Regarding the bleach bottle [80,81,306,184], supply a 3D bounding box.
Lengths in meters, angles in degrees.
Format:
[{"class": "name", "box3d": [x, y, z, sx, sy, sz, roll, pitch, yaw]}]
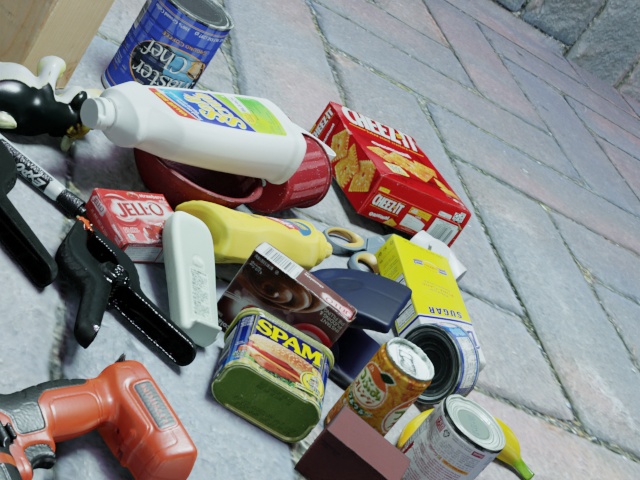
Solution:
[{"class": "bleach bottle", "box3d": [-0.132, -0.113, 1.097, 0.250, 0.068, 0.103, 1, 42, -50]}]

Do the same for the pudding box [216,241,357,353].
[{"class": "pudding box", "box3d": [-0.036, 0.069, 1.002, 0.113, 0.090, 0.039, 38, 23, 5]}]

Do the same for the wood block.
[{"class": "wood block", "box3d": [-0.282, -0.270, 1.135, 0.090, 0.206, 0.090, 44, 25, 15]}]

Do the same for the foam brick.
[{"class": "foam brick", "box3d": [0.029, 0.191, 0.916, 0.078, 0.053, 0.051, 40, 25, 6]}]

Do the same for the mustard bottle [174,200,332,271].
[{"class": "mustard bottle", "box3d": [-0.057, 0.001, 1.119, 0.096, 0.058, 0.191, 17, 5, 43]}]

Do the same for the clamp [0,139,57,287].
[{"class": "clamp", "box3d": [-0.298, -0.047, 0.924, 0.164, 0.036, 0.210, 30, 25, -26]}]

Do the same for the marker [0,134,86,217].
[{"class": "marker", "box3d": [-0.270, -0.063, 1.010, 0.121, 0.020, 0.020, 38, 24, 4]}]

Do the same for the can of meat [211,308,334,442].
[{"class": "can of meat", "box3d": [-0.043, 0.120, 0.945, 0.102, 0.058, 0.084, 31, 28, -10]}]

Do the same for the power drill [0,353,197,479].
[{"class": "power drill", "box3d": [-0.176, 0.145, 0.721, 0.187, 0.057, 0.184, 5, 39, -50]}]

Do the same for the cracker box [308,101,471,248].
[{"class": "cracker box", "box3d": [0.093, -0.093, 1.469, 0.164, 0.072, 0.214, 21, 25, -32]}]

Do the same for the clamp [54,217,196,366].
[{"class": "clamp", "box3d": [-0.174, 0.046, 0.924, 0.120, 0.039, 0.171, 31, 21, -41]}]

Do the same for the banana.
[{"class": "banana", "box3d": [0.143, 0.197, 1.075, 0.197, 0.037, 0.070, 17, 29, -37]}]

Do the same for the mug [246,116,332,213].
[{"class": "mug", "box3d": [-0.047, -0.089, 1.248, 0.093, 0.117, 0.081, 5, 13, 32]}]

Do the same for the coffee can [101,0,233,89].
[{"class": "coffee can", "box3d": [-0.182, -0.226, 1.270, 0.102, 0.140, 0.103, 30, 25, -16]}]

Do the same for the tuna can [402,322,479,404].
[{"class": "tuna can", "box3d": [0.121, 0.128, 1.111, 0.033, 0.086, 0.086, 4, 40, -48]}]

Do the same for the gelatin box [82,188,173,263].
[{"class": "gelatin box", "box3d": [-0.175, -0.014, 1.032, 0.089, 0.030, 0.073, 5, 43, -50]}]

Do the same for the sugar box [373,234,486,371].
[{"class": "sugar box", "box3d": [0.126, 0.078, 1.237, 0.093, 0.048, 0.176, 22, 32, -31]}]

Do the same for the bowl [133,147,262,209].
[{"class": "bowl", "box3d": [-0.144, -0.077, 1.159, 0.162, 0.055, 0.162, 29, 25, -16]}]

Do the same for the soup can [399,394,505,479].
[{"class": "soup can", "box3d": [0.108, 0.195, 0.954, 0.068, 0.102, 0.068, 30, 25, -16]}]

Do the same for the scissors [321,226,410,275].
[{"class": "scissors", "box3d": [0.077, 0.017, 1.334, 0.201, 0.016, 0.096, 6, 40, -49]}]
